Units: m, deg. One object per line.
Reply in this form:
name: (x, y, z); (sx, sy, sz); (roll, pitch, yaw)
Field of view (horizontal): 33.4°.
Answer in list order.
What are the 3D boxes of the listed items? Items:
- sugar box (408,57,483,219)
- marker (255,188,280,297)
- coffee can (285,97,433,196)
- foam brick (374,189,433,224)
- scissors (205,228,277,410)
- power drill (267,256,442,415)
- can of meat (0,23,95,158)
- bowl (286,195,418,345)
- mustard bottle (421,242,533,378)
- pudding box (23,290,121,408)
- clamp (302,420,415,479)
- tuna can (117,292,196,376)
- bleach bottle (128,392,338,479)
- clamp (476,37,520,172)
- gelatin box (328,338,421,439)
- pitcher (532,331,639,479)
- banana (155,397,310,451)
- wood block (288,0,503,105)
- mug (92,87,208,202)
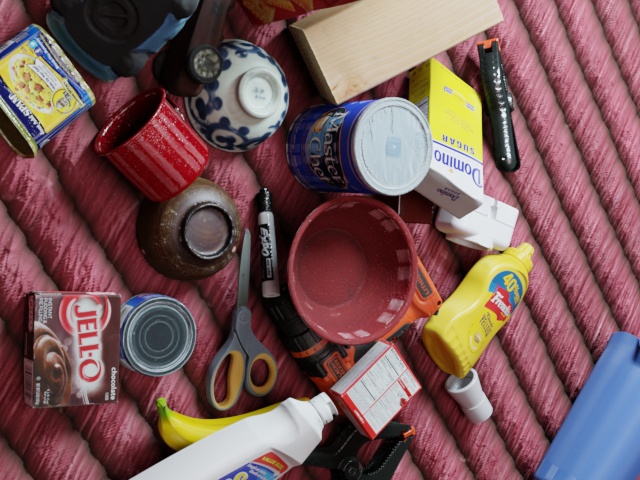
sugar box: (0.145, -0.120, 1.241); (0.093, 0.048, 0.176); (30, 44, -30)
marker: (-0.058, 0.001, 1.167); (0.020, 0.020, 0.121); (4, 73, -32)
coffee can: (0.040, -0.102, 1.168); (0.102, 0.141, 0.103); (-3, 95, -32)
foam brick: (0.099, -0.060, 1.261); (0.051, 0.053, 0.078); (2, 94, -32)
scissors: (-0.072, 0.092, 1.170); (0.096, 0.016, 0.202); (13, 96, -38)
power drill: (0.041, 0.081, 1.234); (0.187, 0.057, 0.184); (-41, 117, -20)
can of meat: (-0.278, -0.143, 1.017); (0.083, 0.058, 0.102); (-45, 115, -24)
bowl: (0.025, 0.031, 1.157); (0.161, 0.055, 0.162); (-1, 92, -28)
mustard bottle: (0.206, 0.074, 1.332); (0.191, 0.058, 0.096); (-48, 133, -21)
pudding box: (-0.248, 0.107, 1.063); (0.089, 0.039, 0.113); (1, 93, -33)
clamp: (0.026, 0.279, 1.249); (0.209, 0.036, 0.164); (-19, 103, -30)
tuna can: (-0.173, 0.098, 1.112); (0.085, 0.034, 0.086); (-3, 95, -32)
bleach bottle: (-0.094, 0.234, 1.114); (0.250, 0.068, 0.102); (-32, 136, -13)
clamp: (0.223, -0.161, 1.325); (0.039, 0.120, 0.171); (-7, 83, 9)
gelatin box: (0.063, 0.167, 1.209); (0.089, 0.030, 0.073); (-44, 118, -19)
pitcher: (0.393, 0.258, 1.434); (0.149, 0.145, 0.242); (40, 76, -15)
banana: (-0.098, 0.201, 1.154); (0.197, 0.037, 0.070); (4, 134, -38)
wood block: (0.082, -0.239, 1.174); (0.206, 0.090, 0.091); (-27, 109, -4)
mug: (-0.165, -0.101, 1.080); (0.081, 0.093, 0.117); (48, 33, -30)
